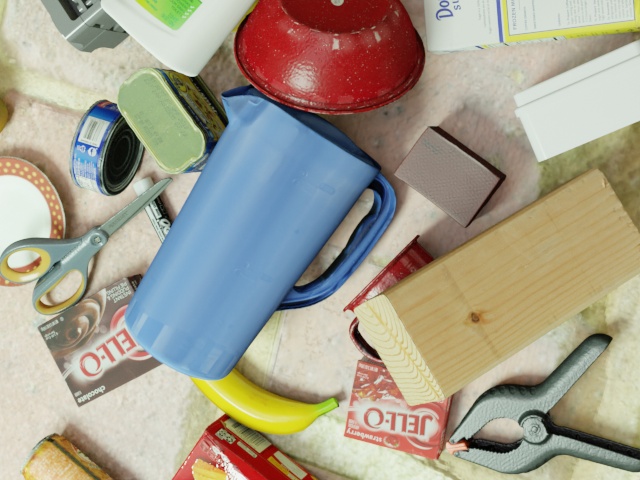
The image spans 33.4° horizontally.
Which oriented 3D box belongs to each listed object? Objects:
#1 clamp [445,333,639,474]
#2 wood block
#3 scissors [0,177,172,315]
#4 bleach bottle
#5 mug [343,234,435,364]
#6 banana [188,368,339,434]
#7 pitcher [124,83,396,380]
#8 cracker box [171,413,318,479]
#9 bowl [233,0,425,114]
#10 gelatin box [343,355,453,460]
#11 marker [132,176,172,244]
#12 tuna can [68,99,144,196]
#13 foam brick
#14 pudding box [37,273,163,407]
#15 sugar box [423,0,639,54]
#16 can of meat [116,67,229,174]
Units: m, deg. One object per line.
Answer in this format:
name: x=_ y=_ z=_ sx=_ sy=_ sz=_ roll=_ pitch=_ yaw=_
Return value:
clamp: x=0.195 y=0.163 z=0.913 sx=0.172 sy=0.039 sz=0.120 roll=-28 pitch=82 yaw=24
wood block: x=0.143 y=0.036 z=0.837 sx=0.205 sy=0.090 sz=0.091 roll=-29 pitch=86 yaw=-17
scissors: x=-0.232 y=-0.007 z=1.010 sx=0.096 sy=0.016 sz=0.202 roll=27 pitch=118 yaw=-23
bleach bottle: x=-0.068 y=-0.262 z=0.879 sx=0.103 sy=0.068 sz=0.251 roll=43 pitch=103 yaw=17
mug: x=0.073 y=0.063 z=0.918 sx=0.081 sy=0.093 sz=0.117 roll=45 pitch=119 yaw=4
banana: x=-0.080 y=0.125 z=1.000 sx=0.198 sy=0.037 sz=0.069 roll=33 pitch=80 yaw=10
pitcher: x=-0.056 y=0.001 z=0.923 sx=0.149 sy=0.144 sz=0.243 roll=37 pitch=101 yaw=19
cracker box: x=-0.087 y=0.295 z=0.998 sx=0.164 sy=0.072 sz=0.214 roll=37 pitch=106 yaw=11
bowl: x=0.010 y=-0.177 z=0.874 sx=0.162 sy=0.162 sz=0.055 roll=23 pitch=142 yaw=14
gelatin box: x=0.071 y=0.149 z=0.954 sx=0.089 sy=0.030 sz=0.073 roll=13 pitch=99 yaw=16
marker: x=-0.144 y=-0.003 z=1.013 sx=0.020 sy=0.020 sz=0.121 roll=-28 pitch=87 yaw=18
tuna can: x=-0.195 y=-0.085 z=0.986 sx=0.034 sy=0.086 sz=0.086 roll=18 pitch=101 yaw=14
foam brick: x=0.111 y=-0.056 z=0.910 sx=0.078 sy=0.051 sz=0.053 roll=39 pitch=104 yaw=10
pudding box: x=-0.204 y=0.096 z=1.031 sx=0.114 sy=0.039 sz=0.090 roll=-29 pitch=87 yaw=18
sugar box: x=0.174 y=-0.209 z=0.879 sx=0.176 sy=0.048 sz=0.093 roll=-2 pitch=95 yaw=21
can of meat: x=-0.127 y=-0.108 z=0.963 sx=0.057 sy=0.083 sz=0.102 roll=-38 pitch=84 yaw=17
